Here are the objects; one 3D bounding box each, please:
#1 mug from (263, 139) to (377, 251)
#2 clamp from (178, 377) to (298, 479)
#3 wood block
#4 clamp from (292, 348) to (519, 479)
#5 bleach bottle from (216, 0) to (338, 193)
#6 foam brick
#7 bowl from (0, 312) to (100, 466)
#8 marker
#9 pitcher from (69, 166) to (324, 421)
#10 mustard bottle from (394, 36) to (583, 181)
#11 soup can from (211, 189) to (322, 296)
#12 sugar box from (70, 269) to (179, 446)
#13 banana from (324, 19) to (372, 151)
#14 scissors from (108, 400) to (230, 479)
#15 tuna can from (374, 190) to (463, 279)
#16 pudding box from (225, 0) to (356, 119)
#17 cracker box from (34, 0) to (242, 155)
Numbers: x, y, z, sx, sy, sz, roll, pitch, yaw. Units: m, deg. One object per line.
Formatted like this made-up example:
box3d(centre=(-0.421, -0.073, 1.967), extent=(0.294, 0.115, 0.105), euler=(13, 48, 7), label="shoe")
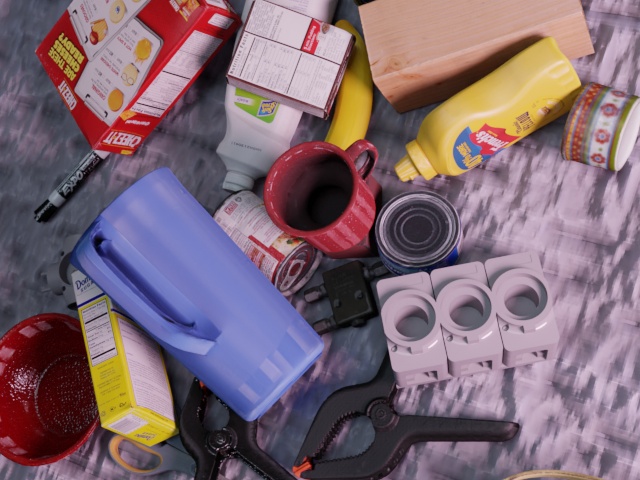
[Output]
box3d(centre=(0.011, -0.046, 1.011), extent=(0.093, 0.081, 0.117), euler=(39, 90, 25), label="mug")
box3d(centre=(-0.102, 0.210, 1.048), extent=(0.120, 0.039, 0.171), euler=(-23, 55, -15), label="clamp")
box3d(centre=(0.154, -0.209, 1.057), extent=(0.206, 0.090, 0.091), euler=(-16, 69, 17), label="wood block")
box3d(centre=(0.061, 0.156, 1.016), extent=(0.210, 0.036, 0.164), euler=(-29, 65, 7), label="clamp")
box3d(centre=(-0.060, -0.171, 1.146), extent=(0.103, 0.068, 0.251), euler=(15, 83, 22), label="bleach bottle")
box3d(centre=(0.030, -0.025, 1.073), extent=(0.053, 0.051, 0.078), euler=(-3, 73, 20), label="foam brick")
box3d(centre=(-0.283, 0.161, 1.139), extent=(0.162, 0.055, 0.162), euler=(-6, 73, 20), label="bowl")
box3d(centre=(-0.286, -0.067, 1.227), extent=(0.121, 0.020, 0.020), euler=(-47, 64, 3), label="marker")
box3d(centre=(-0.119, 0.058, 1.025), extent=(0.243, 0.145, 0.149), euler=(44, 64, 5), label="pitcher")
box3d(centre=(0.155, -0.114, 1.024), extent=(0.192, 0.096, 0.058), euler=(-31, 64, 12), label="mustard bottle")
box3d(centre=(-0.057, 0.001, 1.090), extent=(0.102, 0.068, 0.068), euler=(37, 90, 26), label="soup can")
box3d(centre=(-0.200, 0.114, 1.088), extent=(0.048, 0.093, 0.176), euler=(-28, 58, 10), label="sugar box")
box3d(centre=(0.021, -0.139, 1.117), extent=(0.070, 0.037, 0.198), euler=(12, 80, 22), label="banana")
box3d(centre=(-0.125, 0.212, 1.084), extent=(0.202, 0.016, 0.096), euler=(7, 78, 23), label="scissors")
box3d(centre=(0.096, -0.005, 1.041), extent=(0.086, 0.033, 0.086), euler=(-4, 65, 9), label="tuna can")
box3d(centre=(-0.030, -0.186, 1.090), extent=(0.113, 0.039, 0.090), euler=(20, 86, 4), label="pudding box")
box3d(centre=(-0.204, -0.226, 1.185), extent=(0.214, 0.072, 0.164), euler=(-46, 62, 23), label="cracker box")
